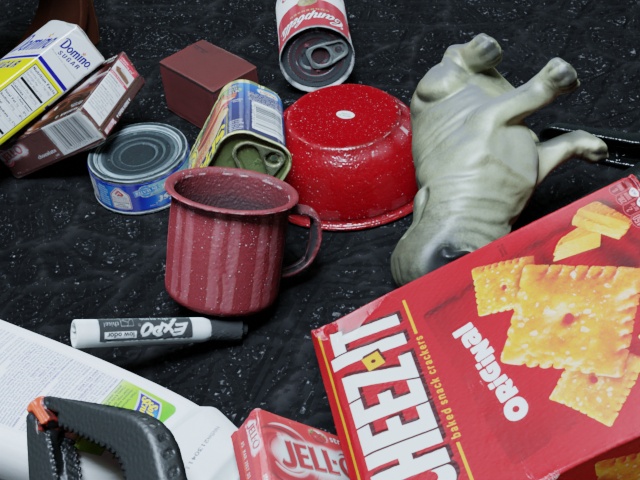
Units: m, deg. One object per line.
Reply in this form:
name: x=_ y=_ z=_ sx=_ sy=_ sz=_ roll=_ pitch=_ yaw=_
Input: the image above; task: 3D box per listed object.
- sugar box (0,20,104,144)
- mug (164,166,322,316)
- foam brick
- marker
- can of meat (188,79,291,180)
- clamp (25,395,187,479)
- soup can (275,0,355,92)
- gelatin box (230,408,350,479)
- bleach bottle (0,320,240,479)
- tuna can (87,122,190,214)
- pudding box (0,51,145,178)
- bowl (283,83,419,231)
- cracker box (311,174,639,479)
sugar box: x=-0.273 y=-0.117 z=0.902 sx=0.176 sy=0.048 sz=0.093 roll=-45 pitch=29 yaw=-12
mug: x=-0.055 y=0.001 z=0.753 sx=0.117 sy=0.081 sz=0.093 roll=-2 pitch=23 yaw=-23
foam brick: x=-0.097 y=-0.135 z=0.949 sx=0.052 sy=0.051 sz=0.078 roll=-34 pitch=48 yaw=-29
marker: x=-0.106 y=0.061 z=0.720 sx=0.120 sy=0.020 sz=0.020 roll=0 pitch=36 yaw=-26
can of meat: x=-0.066 y=-0.062 z=0.825 sx=0.057 sy=0.102 sz=0.084 roll=21 pitch=34 yaw=-19
clamp: x=-0.087 y=0.149 z=0.558 sx=0.164 sy=0.036 sz=0.210 roll=-42 pitch=57 yaw=6
soup can: x=-0.006 y=-0.193 z=0.990 sx=0.068 sy=0.068 sz=0.102 roll=-7 pitch=40 yaw=0
gelatin box: x=-0.003 y=0.140 z=0.599 sx=0.089 sy=0.030 sz=0.073 roll=26 pitch=28 yaw=-31
bleach bottle: x=-0.143 y=0.124 z=0.653 sx=0.251 sy=0.068 sz=0.102 roll=18 pitch=50 yaw=22
tuna can: x=-0.148 y=-0.061 z=0.884 sx=0.086 sy=0.034 sz=0.086 roll=-4 pitch=41 yaw=3
pudding box: x=-0.214 y=-0.106 z=0.911 sx=0.114 sy=0.039 sz=0.090 roll=-16 pitch=34 yaw=31
bowl: x=0.020 y=-0.079 z=0.866 sx=0.162 sy=0.055 sz=0.162 roll=-4 pitch=41 yaw=3
cracker box: x=0.113 y=0.074 z=0.576 sx=0.214 sy=0.072 sz=0.164 roll=-27 pitch=39 yaw=8
